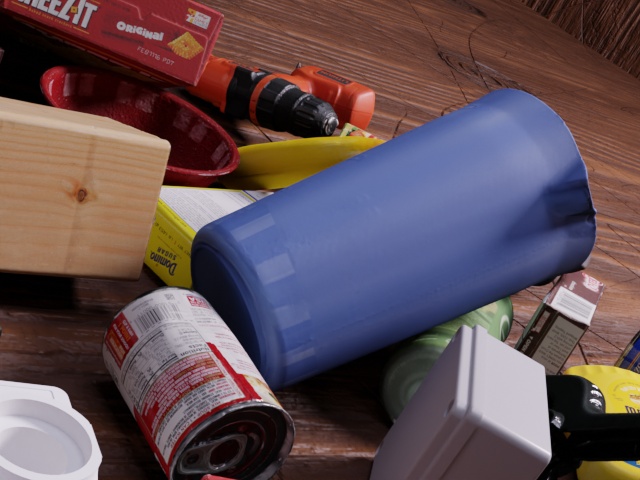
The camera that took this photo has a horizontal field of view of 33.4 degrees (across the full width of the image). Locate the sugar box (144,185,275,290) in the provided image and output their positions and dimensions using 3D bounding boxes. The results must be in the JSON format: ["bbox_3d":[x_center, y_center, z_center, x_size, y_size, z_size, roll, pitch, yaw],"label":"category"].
[{"bbox_3d":[-0.055,0.001,0.780,0.093,0.048,0.175,40,21,33],"label":"sugar box"}]

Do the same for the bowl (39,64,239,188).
[{"bbox_3d":[-0.146,-0.073,0.822,0.162,0.055,0.162,24,22,-10],"label":"bowl"}]

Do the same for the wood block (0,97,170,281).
[{"bbox_3d":[-0.201,-0.036,0.600,0.205,0.091,0.090,8,10,-41],"label":"wood block"}]

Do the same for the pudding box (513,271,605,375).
[{"bbox_3d":[0.178,0.076,0.826,0.039,0.090,0.113,31,22,13],"label":"pudding box"}]

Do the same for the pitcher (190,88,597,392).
[{"bbox_3d":[0.040,0.001,0.686,0.242,0.149,0.145,-22,60,-24],"label":"pitcher"}]

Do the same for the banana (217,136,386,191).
[{"bbox_3d":[-0.029,-0.062,0.852,0.069,0.037,0.198,-18,11,-38],"label":"banana"}]

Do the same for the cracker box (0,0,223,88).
[{"bbox_3d":[-0.190,-0.187,0.917,0.164,0.072,0.214,20,1,-19],"label":"cracker box"}]

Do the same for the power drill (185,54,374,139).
[{"bbox_3d":[-0.023,-0.145,1.097,0.185,0.057,0.187,27,17,29],"label":"power drill"}]

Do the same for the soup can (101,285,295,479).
[{"bbox_3d":[-0.067,0.079,0.559,0.068,0.069,0.102,9,28,-40],"label":"soup can"}]
